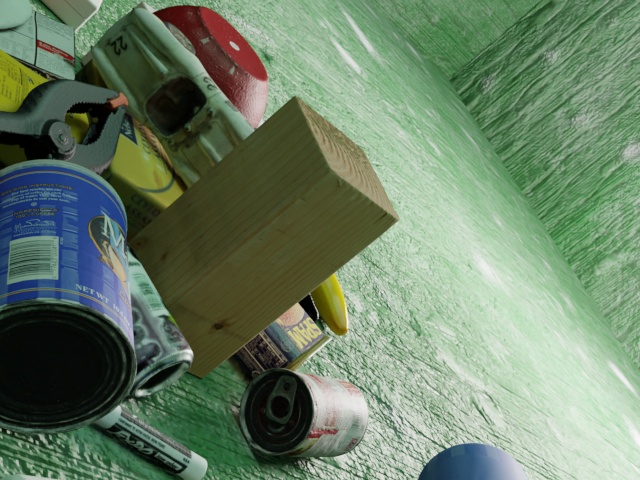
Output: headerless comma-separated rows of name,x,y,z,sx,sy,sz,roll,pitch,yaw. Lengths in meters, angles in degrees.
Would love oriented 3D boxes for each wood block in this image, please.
wood block,-0.055,0.001,0.816,0.090,0.206,0.090,34,24,-44

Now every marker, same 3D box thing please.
marker,-0.124,0.125,0.704,0.121,0.020,0.020,40,20,-31

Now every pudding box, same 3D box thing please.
pudding box,-0.255,-0.161,0.905,0.089,0.039,0.113,22,27,-27

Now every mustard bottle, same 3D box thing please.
mustard bottle,-0.260,-0.116,0.790,0.191,0.058,0.096,37,29,-40

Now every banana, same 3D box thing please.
banana,-0.028,0.018,1.160,0.198,0.037,0.069,50,34,2

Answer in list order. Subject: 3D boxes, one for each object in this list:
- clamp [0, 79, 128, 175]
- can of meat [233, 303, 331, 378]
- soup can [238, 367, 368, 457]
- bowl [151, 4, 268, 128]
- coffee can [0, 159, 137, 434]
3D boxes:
clamp,-0.203,-0.074,0.761,0.120,0.039,0.171,61,36,-26
can of meat,-0.046,0.080,0.941,0.084,0.057,0.102,50,17,4
soup can,-0.011,0.143,0.874,0.102,0.069,0.068,22,33,-59
bowl,-0.099,-0.165,0.992,0.162,0.055,0.162,44,19,-19
coffee can,-0.166,0.031,0.647,0.102,0.103,0.140,39,20,-34
